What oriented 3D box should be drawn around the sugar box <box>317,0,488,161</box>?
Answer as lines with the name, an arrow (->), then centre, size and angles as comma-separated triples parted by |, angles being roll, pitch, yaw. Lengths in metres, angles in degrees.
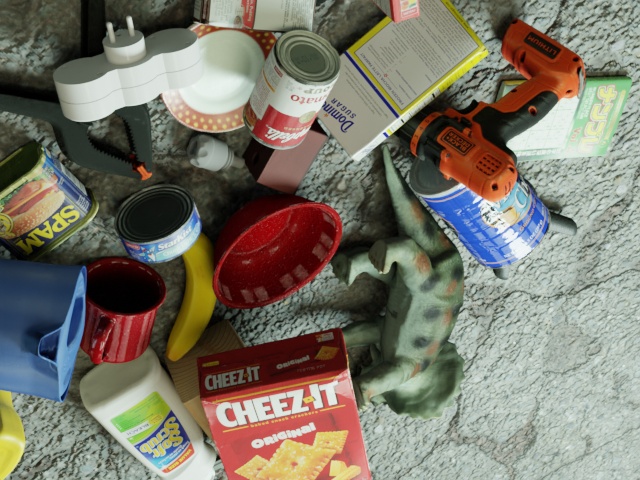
sugar box -> 0.074, -0.171, 1.089 | 0.176, 0.093, 0.048 | -39, 172, 10

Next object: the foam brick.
foam brick -> -0.038, -0.098, 1.121 | 0.051, 0.053, 0.078 | 15, 117, -34

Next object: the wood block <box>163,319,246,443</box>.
wood block -> -0.099, 0.204, 1.307 | 0.090, 0.091, 0.206 | -29, 133, -2

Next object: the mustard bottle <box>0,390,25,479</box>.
mustard bottle -> -0.354, 0.163, 1.081 | 0.096, 0.192, 0.058 | -45, 132, 12

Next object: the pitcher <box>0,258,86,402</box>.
pitcher -> -0.351, 0.072, 1.029 | 0.242, 0.145, 0.149 | 9, 141, -6

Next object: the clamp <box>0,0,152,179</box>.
clamp -> -0.234, -0.126, 1.012 | 0.164, 0.036, 0.210 | -32, 132, -4

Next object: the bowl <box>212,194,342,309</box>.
bowl -> -0.058, 0.001, 1.173 | 0.162, 0.055, 0.162 | -25, 147, -18

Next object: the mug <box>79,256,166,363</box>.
mug -> -0.220, 0.085, 1.140 | 0.093, 0.117, 0.082 | 16, 127, -3

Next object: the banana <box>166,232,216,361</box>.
banana -> -0.146, 0.053, 1.199 | 0.069, 0.037, 0.198 | -14, 132, -19

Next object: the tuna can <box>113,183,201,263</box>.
tuna can -> -0.167, -0.017, 1.100 | 0.086, 0.086, 0.034 | -24, 134, -7

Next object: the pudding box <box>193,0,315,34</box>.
pudding box -> -0.057, -0.241, 0.993 | 0.113, 0.039, 0.090 | -2, 109, -27

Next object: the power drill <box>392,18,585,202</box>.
power drill -> 0.171, -0.148, 1.129 | 0.187, 0.185, 0.057 | -45, 154, -12

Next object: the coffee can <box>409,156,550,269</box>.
coffee can -> 0.180, -0.049, 1.202 | 0.103, 0.103, 0.140 | -40, 123, 8

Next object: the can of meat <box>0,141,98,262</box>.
can of meat -> -0.285, -0.037, 1.048 | 0.102, 0.057, 0.084 | -36, 131, 5

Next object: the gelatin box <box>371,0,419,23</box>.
gelatin box -> 0.062, -0.260, 1.013 | 0.030, 0.089, 0.073 | -20, 132, -12

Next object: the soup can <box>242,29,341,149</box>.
soup can -> -0.028, -0.144, 1.024 | 0.068, 0.068, 0.102 | -2, 150, -25

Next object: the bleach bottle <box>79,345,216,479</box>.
bleach bottle -> -0.189, 0.229, 1.304 | 0.102, 0.068, 0.250 | -31, 135, 0

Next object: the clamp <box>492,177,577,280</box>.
clamp -> 0.249, -0.032, 1.320 | 0.120, 0.039, 0.171 | -31, 133, -2

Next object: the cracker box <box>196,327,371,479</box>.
cracker box -> -0.037, 0.209, 1.209 | 0.164, 0.072, 0.214 | -12, 132, -1
